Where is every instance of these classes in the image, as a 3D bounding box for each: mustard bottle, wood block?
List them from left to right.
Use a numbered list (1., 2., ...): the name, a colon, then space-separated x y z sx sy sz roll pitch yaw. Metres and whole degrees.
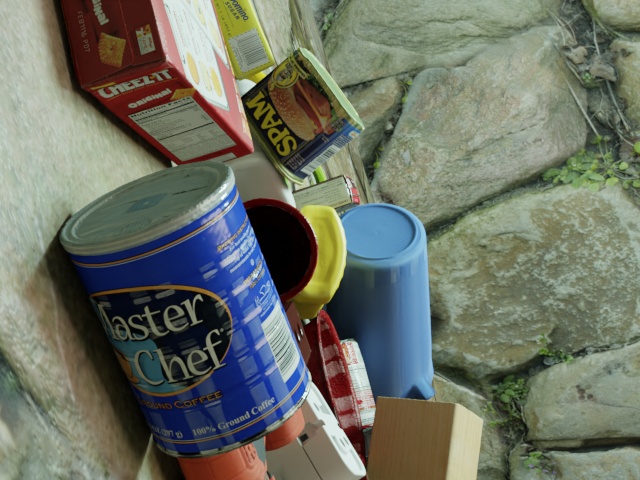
1. mustard bottle: -0.015 0.033 1.124 0.192 0.058 0.096 119 -29 -74
2. wood block: 0.097 0.269 1.068 0.090 0.091 0.206 38 57 -57

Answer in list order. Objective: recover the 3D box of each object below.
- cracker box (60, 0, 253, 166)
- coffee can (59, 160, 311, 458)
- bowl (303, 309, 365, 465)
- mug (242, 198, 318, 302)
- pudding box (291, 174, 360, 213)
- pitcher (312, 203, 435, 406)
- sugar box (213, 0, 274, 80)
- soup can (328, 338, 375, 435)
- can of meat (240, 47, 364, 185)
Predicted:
1. cracker box: -0.128 -0.160 0.811 0.213 0.072 0.164 44 29 -73
2. coffee can: -0.075 0.039 0.618 0.103 0.103 0.140 -88 160 -67
3. bowl: -0.003 0.152 1.057 0.162 0.055 0.162 -15 90 -82
4. mug: -0.056 0.001 0.956 0.117 0.093 0.081 36 3 0
5. pudding box: -0.015 -0.039 1.190 0.090 0.113 0.039 1 69 -83
6. pitcher: 0.058 0.074 1.239 0.145 0.149 0.243 -90 177 -47
7. sugar box: -0.089 -0.206 1.059 0.176 0.048 0.093 -129 -163 -79
8. soup can: 0.021 0.165 1.165 0.068 0.068 0.102 43 30 -75
9. can of meat: -0.019 -0.117 0.997 0.102 0.084 0.057 56 14 19
